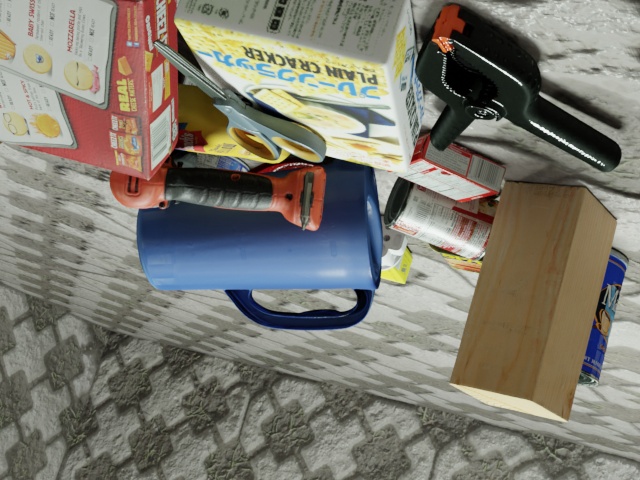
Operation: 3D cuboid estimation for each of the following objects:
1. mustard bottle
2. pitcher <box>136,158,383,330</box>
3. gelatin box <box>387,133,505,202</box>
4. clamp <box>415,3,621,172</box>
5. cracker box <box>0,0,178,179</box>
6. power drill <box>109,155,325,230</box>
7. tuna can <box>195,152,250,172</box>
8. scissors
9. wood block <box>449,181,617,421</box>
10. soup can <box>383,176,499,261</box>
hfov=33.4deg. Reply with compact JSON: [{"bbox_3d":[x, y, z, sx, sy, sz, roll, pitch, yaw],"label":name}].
[{"bbox_3d":[-0.119,-0.112,0.978,0.191,0.058,0.096,6,169,-21],"label":"mustard bottle"},{"bbox_3d":[-0.057,0.001,1.093,0.243,0.149,0.145,-4,145,10],"label":"pitcher"},{"bbox_3d":[0.119,-0.069,1.014,0.089,0.030,0.073,22,167,-18],"label":"gelatin box"},{"bbox_3d":[0.122,-0.111,0.819,0.165,0.036,0.209,7,161,37],"label":"clamp"},{"bbox_3d":[-0.221,-0.155,0.857,0.214,0.072,0.164,15,131,13],"label":"cracker box"},{"bbox_3d":[-0.090,-0.048,0.978,0.187,0.057,0.184,4,-174,0],"label":"power drill"},{"bbox_3d":[-0.129,-0.082,1.271,0.086,0.033,0.086,17,167,4],"label":"tuna can"},{"bbox_3d":[-0.053,-0.102,0.835,0.096,0.016,0.201,14,167,16],"label":"scissors"},{"bbox_3d":[0.206,0.057,1.026,0.090,0.206,0.090,7,164,38],"label":"wood block"},{"bbox_3d":[0.124,-0.027,1.090,0.102,0.068,0.069,21,167,-11],"label":"soup can"}]
